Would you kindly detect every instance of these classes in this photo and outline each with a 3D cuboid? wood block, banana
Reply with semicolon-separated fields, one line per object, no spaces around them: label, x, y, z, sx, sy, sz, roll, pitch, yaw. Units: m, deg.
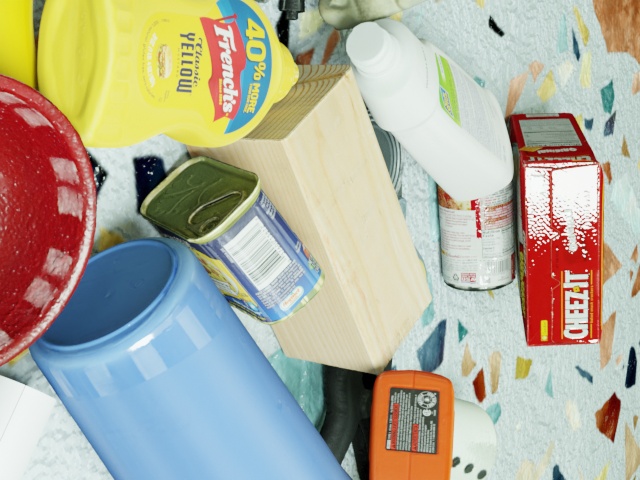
wood block;-0.003;-0.013;0.758;0.090;0.091;0.206;-51;132;-35
banana;-0.159;-0.101;0.576;0.069;0.037;0.198;-10;106;-38

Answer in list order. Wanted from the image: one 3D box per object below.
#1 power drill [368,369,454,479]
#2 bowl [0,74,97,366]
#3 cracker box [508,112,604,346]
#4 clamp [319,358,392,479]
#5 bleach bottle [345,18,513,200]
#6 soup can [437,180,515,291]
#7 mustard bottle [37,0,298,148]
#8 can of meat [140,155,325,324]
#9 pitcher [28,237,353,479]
power drill;0.060;0.196;0.773;0.188;0.057;0.184;91;3;-51
bowl;-0.193;-0.010;0.525;0.161;0.055;0.162;-22;123;-39
cracker box;0.215;-0.018;0.982;0.213;0.072;0.164;-69;155;-71
clamp;0.032;0.137;0.877;0.120;0.039;0.171;21;82;-63
bleach bottle;0.080;-0.109;0.813;0.250;0.068;0.102;29;45;-61
soup can;0.142;-0.012;0.965;0.068;0.069;0.102;-25;116;-48
mustard bottle;-0.074;-0.102;0.621;0.191;0.058;0.096;-8;104;-56
can of meat;-0.054;0.001;0.671;0.057;0.102;0.084;-45;122;-15
pitcher;-0.075;0.112;0.672;0.144;0.149;0.242;-42;126;-21
